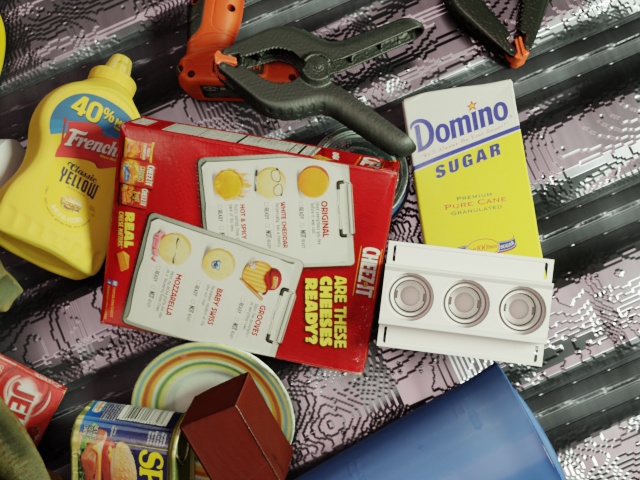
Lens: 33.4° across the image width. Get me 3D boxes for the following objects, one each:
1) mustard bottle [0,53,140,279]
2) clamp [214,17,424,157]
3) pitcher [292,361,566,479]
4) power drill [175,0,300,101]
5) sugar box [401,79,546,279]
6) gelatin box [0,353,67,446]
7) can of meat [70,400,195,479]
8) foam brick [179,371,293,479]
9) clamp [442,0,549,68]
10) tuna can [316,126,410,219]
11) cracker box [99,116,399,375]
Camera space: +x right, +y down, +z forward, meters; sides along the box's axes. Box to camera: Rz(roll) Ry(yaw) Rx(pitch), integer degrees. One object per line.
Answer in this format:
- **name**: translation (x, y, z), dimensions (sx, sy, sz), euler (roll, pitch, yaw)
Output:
- **mustard bottle**: translation (-0.196, -0.071, 0.876), dimensions (0.096, 0.058, 0.191), euler (30, 64, -27)
- **clamp**: translation (0.002, -0.120, 0.843), dimensions (0.171, 0.039, 0.120), euler (-3, 65, -2)
- **pitcher**: translation (0.062, 0.206, 0.785), dimensions (0.243, 0.149, 0.145), euler (-28, 78, 3)
- **power drill**: translation (-0.049, -0.213, 0.908), dimensions (0.184, 0.057, 0.187), euler (0, 79, 4)
- **sugar box**: translation (0.124, -0.037, 0.868), dimensions (0.093, 0.048, 0.176), euler (-9, 82, 5)
- **gelatin box**: translation (-0.259, 0.143, 0.866), dimensions (0.073, 0.030, 0.089), euler (29, 84, -9)
- **can of meat**: translation (-0.146, 0.178, 0.833), dimensions (0.084, 0.057, 0.102), euler (7, 111, 8)
- **foam brick**: translation (-0.063, 0.151, 0.812), dimensions (0.051, 0.053, 0.078), euler (-23, 105, 16)
- **clamp**: translation (0.131, -0.247, 0.908), dimensions (0.164, 0.036, 0.210), euler (-8, 80, 3)
- **tuna can**: translation (0.032, -0.052, 0.884), dimensions (0.086, 0.034, 0.086), euler (-1, 80, 4)
- **cracker box**: translation (-0.056, 0.001, 0.840), dimensions (0.214, 0.072, 0.164), euler (10, 105, 5)
